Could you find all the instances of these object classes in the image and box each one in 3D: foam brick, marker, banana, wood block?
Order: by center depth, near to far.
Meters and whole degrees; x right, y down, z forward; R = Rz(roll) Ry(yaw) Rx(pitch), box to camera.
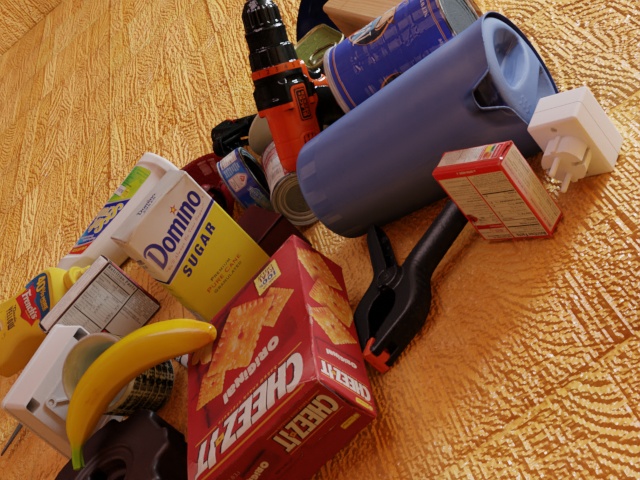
[{"bbox_3d":[-0.178,0.126,0.991,0.198,0.070,0.037,-45,-14,16],"label":"banana"},{"bbox_3d":[-0.147,0.121,1.131,0.020,0.020,0.121,-50,29,-11],"label":"marker"},{"bbox_3d":[-0.058,0.001,1.144,0.053,0.051,0.078,-51,28,-11],"label":"foam brick"},{"bbox_3d":[0.097,-0.267,1.268,0.091,0.090,0.206,-47,28,-3],"label":"wood block"}]

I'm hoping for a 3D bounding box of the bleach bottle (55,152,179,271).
[{"bbox_3d":[-0.281,-0.002,1.437,0.250,0.068,0.103,-52,30,-9],"label":"bleach bottle"}]

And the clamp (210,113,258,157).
[{"bbox_3d":[-0.074,-0.143,1.351,0.164,0.036,0.210,-17,12,-13],"label":"clamp"}]

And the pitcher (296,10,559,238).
[{"bbox_3d":[0.102,-0.099,1.008,0.243,0.149,0.145,-29,46,33],"label":"pitcher"}]

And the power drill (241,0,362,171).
[{"bbox_3d":[0.000,-0.180,1.149,0.057,0.184,0.187,-6,11,44],"label":"power drill"}]

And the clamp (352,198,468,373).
[{"bbox_3d":[0.077,0.033,0.933,0.120,0.039,0.171,-33,33,41],"label":"clamp"}]

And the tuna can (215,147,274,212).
[{"bbox_3d":[-0.081,-0.065,1.229,0.034,0.086,0.086,-37,28,10],"label":"tuna can"}]

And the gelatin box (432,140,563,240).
[{"bbox_3d":[0.148,-0.039,0.886,0.073,0.089,0.030,-5,45,50],"label":"gelatin box"}]

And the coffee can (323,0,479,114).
[{"bbox_3d":[0.088,-0.184,1.077,0.140,0.102,0.102,-29,31,28],"label":"coffee can"}]

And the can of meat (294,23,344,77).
[{"bbox_3d":[0.019,-0.207,1.293,0.057,0.084,0.102,-43,27,0],"label":"can of meat"}]

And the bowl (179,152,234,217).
[{"bbox_3d":[-0.159,-0.033,1.322,0.162,0.055,0.162,-32,30,21],"label":"bowl"}]

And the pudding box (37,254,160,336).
[{"bbox_3d":[-0.258,0.087,1.251,0.113,0.090,0.039,-50,29,-10],"label":"pudding box"}]

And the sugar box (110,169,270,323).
[{"bbox_3d":[-0.111,0.022,1.050,0.093,0.176,0.048,-52,28,-15],"label":"sugar box"}]

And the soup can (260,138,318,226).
[{"bbox_3d":[-0.028,-0.069,1.183,0.068,0.068,0.102,-37,29,12],"label":"soup can"}]

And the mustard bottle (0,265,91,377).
[{"bbox_3d":[-0.356,0.090,1.370,0.192,0.058,0.096,-35,48,21],"label":"mustard bottle"}]

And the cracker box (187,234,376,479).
[{"bbox_3d":[-0.044,0.117,0.919,0.164,0.072,0.214,-46,25,20],"label":"cracker box"}]
